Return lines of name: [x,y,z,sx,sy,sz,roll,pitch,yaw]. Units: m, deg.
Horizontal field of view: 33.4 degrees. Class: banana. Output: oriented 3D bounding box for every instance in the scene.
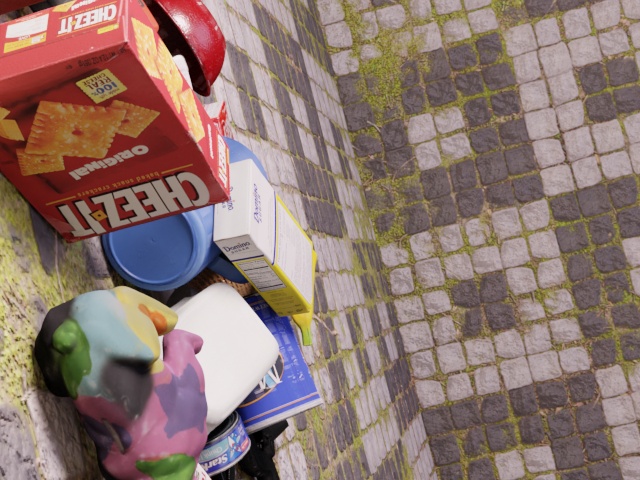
banana: [-0.025,0.053,1.404,0.197,0.037,0.070,-86,177,-57]

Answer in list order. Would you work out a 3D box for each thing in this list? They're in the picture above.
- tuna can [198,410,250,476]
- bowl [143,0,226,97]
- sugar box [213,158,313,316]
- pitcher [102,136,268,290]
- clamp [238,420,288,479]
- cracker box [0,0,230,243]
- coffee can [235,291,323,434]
tuna can: [-0.115,0.202,1.065,0.086,0.086,0.034,-72,144,-72]
bowl: [-0.167,-0.261,1.331,0.162,0.055,0.162,49,-13,15]
sugar box: [-0.058,0.001,1.121,0.176,0.048,0.093,52,31,-52]
pitcher: [-0.136,-0.023,1.148,0.242,0.149,0.145,-57,150,-72]
clamp: [-0.076,0.254,1.342,0.210,0.036,0.164,64,15,-45]
cracker box: [-0.187,-0.094,0.882,0.213,0.164,0.072,61,19,-52]
coffee can: [-0.070,0.137,1.199,0.102,0.103,0.140,21,46,-77]
